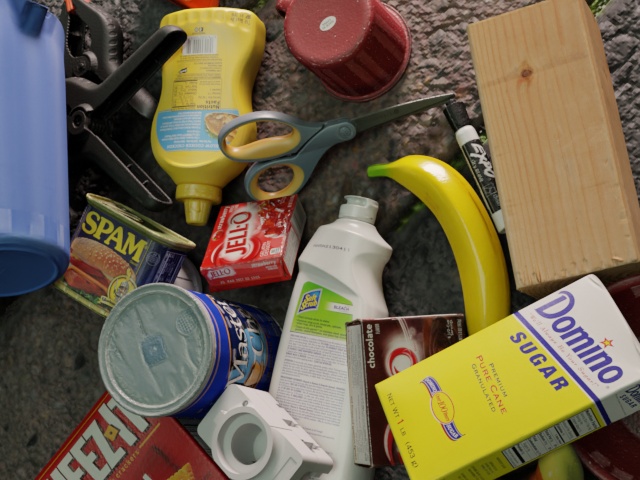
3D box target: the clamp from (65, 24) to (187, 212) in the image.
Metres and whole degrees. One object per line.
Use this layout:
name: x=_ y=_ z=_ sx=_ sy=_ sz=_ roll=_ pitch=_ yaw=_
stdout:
clamp: x=-0.205 y=-0.095 z=0.968 sx=0.210 sy=0.036 sz=0.164 roll=-9 pitch=76 yaw=33

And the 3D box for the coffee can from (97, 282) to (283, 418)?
coffee can: x=-0.100 y=0.094 z=0.872 sx=0.103 sy=0.140 sz=0.103 roll=-5 pitch=79 yaw=23

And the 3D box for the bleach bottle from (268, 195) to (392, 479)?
bleach bottle: x=0.016 y=0.089 z=0.867 sx=0.103 sy=0.068 sz=0.251 roll=8 pitch=82 yaw=26

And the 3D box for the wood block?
wood block: x=0.181 y=-0.067 z=0.807 sx=0.091 sy=0.090 sz=0.206 roll=-14 pitch=75 yaw=22

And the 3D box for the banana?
banana: x=0.110 y=0.001 z=0.858 sx=0.070 sy=0.037 sz=0.198 roll=-43 pitch=63 yaw=34

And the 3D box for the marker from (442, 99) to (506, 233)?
marker: x=0.129 y=-0.062 z=0.867 sx=0.020 sy=0.020 sz=0.121 roll=-28 pitch=70 yaw=17

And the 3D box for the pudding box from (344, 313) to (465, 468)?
pudding box: x=0.068 y=0.115 z=0.820 sx=0.039 sy=0.089 sz=0.113 roll=157 pitch=110 yaw=-64

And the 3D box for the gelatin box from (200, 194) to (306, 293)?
gelatin box: x=-0.056 y=0.001 z=0.902 sx=0.073 sy=0.030 sz=0.089 roll=-9 pitch=36 yaw=18

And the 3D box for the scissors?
scissors: x=0.014 y=-0.078 z=0.915 sx=0.201 sy=0.096 sz=0.016 roll=-3 pitch=35 yaw=-1

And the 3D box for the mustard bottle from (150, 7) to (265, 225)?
mustard bottle: x=-0.103 y=-0.109 z=0.957 sx=0.096 sy=0.058 sz=0.191 roll=1 pitch=81 yaw=16

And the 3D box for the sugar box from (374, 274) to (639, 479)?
sugar box: x=0.134 y=0.103 z=0.734 sx=0.176 sy=0.048 sz=0.093 roll=-31 pitch=48 yaw=10

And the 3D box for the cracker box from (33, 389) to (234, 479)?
cracker box: x=-0.135 y=0.237 z=0.900 sx=0.214 sy=0.072 sz=0.164 roll=43 pitch=98 yaw=25

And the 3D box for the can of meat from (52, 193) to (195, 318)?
can of meat: x=-0.169 y=0.019 z=0.906 sx=0.102 sy=0.057 sz=0.084 roll=27 pitch=95 yaw=26

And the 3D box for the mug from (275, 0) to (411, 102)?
mug: x=0.011 y=-0.178 z=0.906 sx=0.117 sy=0.081 sz=0.093 roll=33 pitch=94 yaw=25

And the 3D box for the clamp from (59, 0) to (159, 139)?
clamp: x=-0.224 y=-0.155 z=1.031 sx=0.120 sy=0.039 sz=0.171 roll=-32 pitch=66 yaw=18

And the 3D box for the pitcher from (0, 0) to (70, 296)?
pitcher: x=-0.283 y=-0.075 z=0.913 sx=0.145 sy=0.149 sz=0.243 roll=-9 pitch=64 yaw=-5
